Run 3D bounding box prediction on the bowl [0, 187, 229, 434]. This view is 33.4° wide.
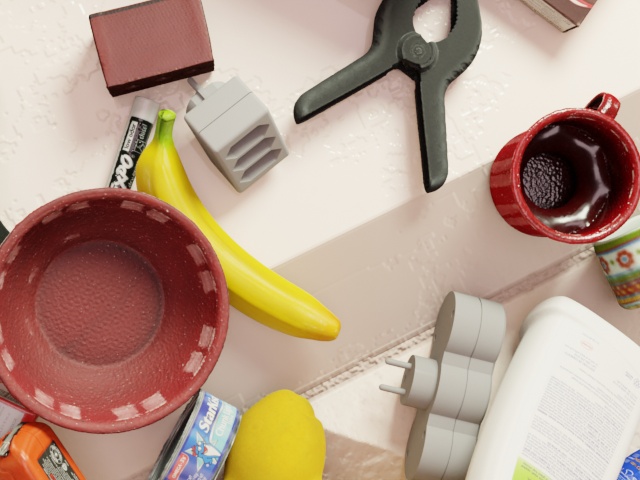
[{"bbox_3d":[-0.145,0.045,0.719,0.162,0.055,0.162,-1,92,-17],"label":"bowl"}]

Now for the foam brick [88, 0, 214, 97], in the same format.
[{"bbox_3d":[-0.116,-0.137,0.744,0.078,0.053,0.051,-16,91,-5],"label":"foam brick"}]

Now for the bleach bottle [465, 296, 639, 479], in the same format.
[{"bbox_3d":[0.136,0.157,0.700,0.102,0.068,0.250,35,54,3],"label":"bleach bottle"}]

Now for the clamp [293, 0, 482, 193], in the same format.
[{"bbox_3d":[0.056,-0.131,0.770,0.120,0.039,0.171,20,81,-10],"label":"clamp"}]

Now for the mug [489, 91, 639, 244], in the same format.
[{"bbox_3d":[0.175,-0.054,0.760,0.093,0.081,0.117,28,86,-5],"label":"mug"}]

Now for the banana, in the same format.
[{"bbox_3d":[-0.068,0.004,0.744,0.197,0.070,0.037,50,48,-10],"label":"banana"}]

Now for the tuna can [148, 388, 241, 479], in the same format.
[{"bbox_3d":[-0.088,0.146,0.727,0.033,0.086,0.086,29,86,-7],"label":"tuna can"}]

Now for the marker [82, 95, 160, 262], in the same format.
[{"bbox_3d":[-0.142,-0.043,0.756,0.020,0.020,0.121,19,87,-6],"label":"marker"}]
